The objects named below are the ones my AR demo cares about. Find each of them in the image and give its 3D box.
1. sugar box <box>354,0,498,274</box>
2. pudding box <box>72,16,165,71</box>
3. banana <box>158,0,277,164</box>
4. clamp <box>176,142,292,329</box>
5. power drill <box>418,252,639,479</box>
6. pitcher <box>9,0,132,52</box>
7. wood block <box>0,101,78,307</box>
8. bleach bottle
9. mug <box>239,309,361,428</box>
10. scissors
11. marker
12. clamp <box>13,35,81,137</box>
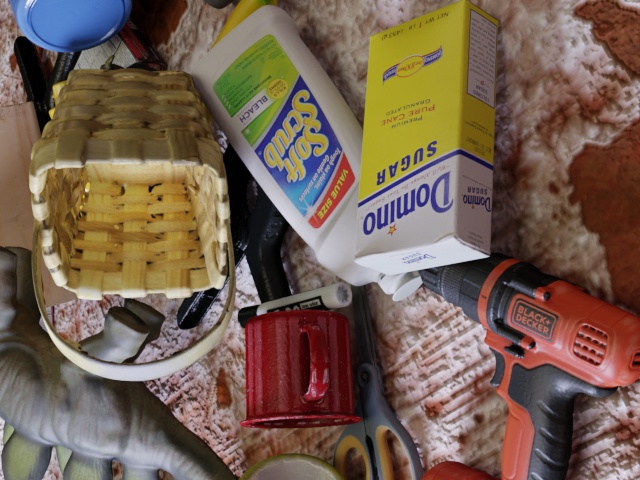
[{"bbox_3d":[0.073,-0.070,0.743,0.094,0.048,0.176,-14,63,44],"label":"sugar box"},{"bbox_3d":[-0.209,-0.160,1.067,0.114,0.039,0.090,-55,53,28],"label":"pudding box"},{"bbox_3d":[-0.089,-0.150,0.923,0.037,0.069,0.198,42,119,10],"label":"banana"},{"bbox_3d":[-0.056,0.001,0.913,0.165,0.036,0.210,22,106,43],"label":"clamp"},{"bbox_3d":[0.119,0.106,0.721,0.185,0.057,0.188,27,110,46],"label":"power drill"},{"bbox_3d":[-0.262,-0.308,1.022,0.145,0.149,0.243,-43,54,32],"label":"pitcher"},{"bbox_3d":[-0.324,-0.032,1.101,0.091,0.090,0.206,8,111,62],"label":"wood block"},{"bbox_3d":[0.002,-0.063,0.829,0.102,0.068,0.251,-40,67,7],"label":"bleach bottle"},{"bbox_3d":[-0.014,0.096,0.807,0.117,0.093,0.081,127,142,-72],"label":"mug"},{"bbox_3d":[0.028,0.121,0.843,0.096,0.016,0.202,-34,66,41],"label":"scissors"},{"bbox_3d":[-0.024,0.053,0.844,0.121,0.020,0.020,-17,79,44],"label":"marker"},{"bbox_3d":[-0.300,-0.146,1.161,0.120,0.039,0.171,21,106,48],"label":"clamp"}]
